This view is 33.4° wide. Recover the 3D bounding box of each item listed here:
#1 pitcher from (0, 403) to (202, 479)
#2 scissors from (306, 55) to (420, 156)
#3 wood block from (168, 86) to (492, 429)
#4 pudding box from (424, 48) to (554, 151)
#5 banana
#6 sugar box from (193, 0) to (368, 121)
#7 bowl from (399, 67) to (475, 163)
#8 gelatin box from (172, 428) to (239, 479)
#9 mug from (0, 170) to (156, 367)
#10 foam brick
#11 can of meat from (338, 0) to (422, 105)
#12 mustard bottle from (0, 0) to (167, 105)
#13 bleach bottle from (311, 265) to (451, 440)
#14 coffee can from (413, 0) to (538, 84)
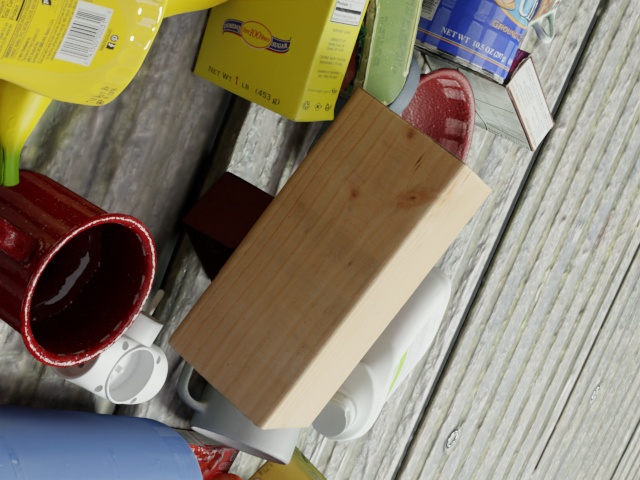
[{"bbox_3d":[-0.171,0.171,0.643,0.242,0.145,0.149,19,86,-63],"label":"pitcher"},{"bbox_3d":[0.014,-0.067,0.782,0.016,0.096,0.202,19,96,-37],"label":"scissors"},{"bbox_3d":[0.008,0.016,0.700,0.206,0.090,0.090,-53,158,6],"label":"wood block"},{"bbox_3d":[0.145,-0.131,0.913,0.039,0.090,0.113,-56,148,-8],"label":"pudding box"},{"bbox_3d":[-0.120,-0.116,0.592,0.197,0.037,0.069,-45,150,-25],"label":"banana"},{"bbox_3d":[-0.012,-0.170,0.652,0.048,0.093,0.176,-10,122,-53],"label":"sugar box"},{"bbox_3d":[0.059,-0.072,0.869,0.161,0.055,0.162,-35,140,-36],"label":"bowl"},{"bbox_3d":[-0.112,0.190,0.855,0.073,0.030,0.089,-62,149,2],"label":"gelatin box"},{"bbox_3d":[-0.158,0.007,0.590,0.093,0.082,0.117,-58,149,-5],"label":"mug"},{"bbox_3d":[-0.055,0.001,0.764,0.051,0.053,0.078,-47,146,-21],"label":"foam brick"},{"bbox_3d":[0.017,-0.147,0.720,0.057,0.084,0.102,-25,134,-44],"label":"can of meat"},{"bbox_3d":[-0.167,-0.118,0.471,0.191,0.058,0.096,6,133,-37],"label":"mustard bottle"},{"bbox_3d":[0.046,0.094,0.894,0.250,0.068,0.103,-38,148,-67],"label":"bleach bottle"},{"bbox_3d":[0.120,-0.203,0.806,0.102,0.103,0.140,8,107,-57],"label":"coffee can"}]
